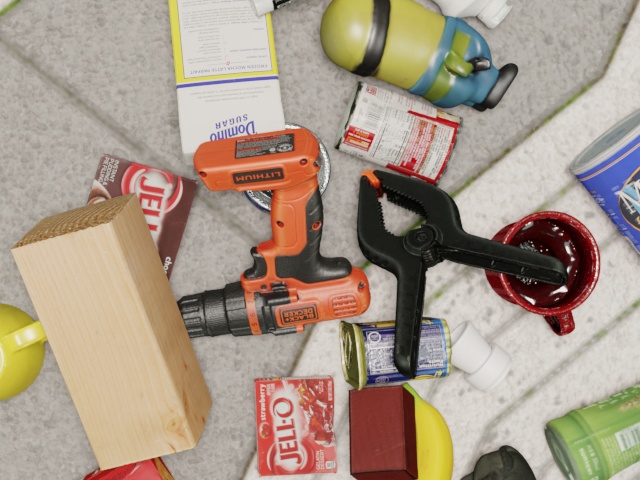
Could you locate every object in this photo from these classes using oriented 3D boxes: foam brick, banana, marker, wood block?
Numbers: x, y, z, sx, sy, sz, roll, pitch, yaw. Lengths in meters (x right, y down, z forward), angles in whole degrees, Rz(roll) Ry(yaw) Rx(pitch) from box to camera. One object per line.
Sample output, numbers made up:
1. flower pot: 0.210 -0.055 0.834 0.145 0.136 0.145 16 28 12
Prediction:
1. foam brick: 0.056 0.173 0.953 0.051 0.053 0.078 -7 66 16
2. banana: 0.079 0.234 0.976 0.070 0.037 0.197 15 72 10
3. marker: -0.004 -0.229 0.945 0.121 0.020 0.020 -24 91 -8
4. wood block: -0.172 0.076 0.907 0.091 0.090 0.206 -15 107 9

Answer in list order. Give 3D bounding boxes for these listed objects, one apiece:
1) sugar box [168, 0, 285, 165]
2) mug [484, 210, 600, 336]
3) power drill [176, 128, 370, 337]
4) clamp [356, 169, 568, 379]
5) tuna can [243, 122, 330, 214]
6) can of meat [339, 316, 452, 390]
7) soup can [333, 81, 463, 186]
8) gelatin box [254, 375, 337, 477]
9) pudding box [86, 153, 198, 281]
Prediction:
1. sugar box: -0.085 -0.157 0.957 0.093 0.048 0.176 -5 77 -4
2. mug: 0.203 0.032 0.978 0.093 0.081 0.117 -24 91 -5
3. power drill: -0.056 0.001 0.932 0.184 0.057 0.187 -10 123 1
4. clamp: 0.086 0.015 0.930 0.164 0.036 0.210 -36 53 -11
5. tuna can: -0.034 -0.065 0.983 0.086 0.034 0.086 0 89 -5
6. can of meat: 0.066 0.098 0.956 0.084 0.102 0.057 -5 89 -7
7. soup can: 0.071 -0.098 0.976 0.102 0.068 0.068 19 87 -4
8. gelatin box: -0.023 0.170 0.982 0.073 0.030 0.089 -2 89 -5
9. pudding box: -0.168 -0.013 0.967 0.090 0.039 0.113 16 88 -5
